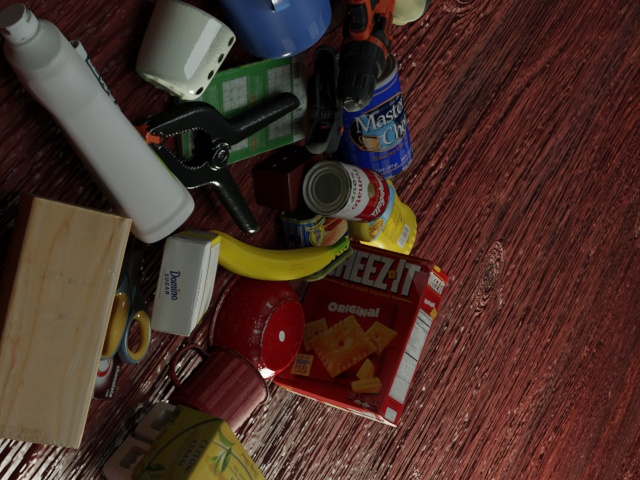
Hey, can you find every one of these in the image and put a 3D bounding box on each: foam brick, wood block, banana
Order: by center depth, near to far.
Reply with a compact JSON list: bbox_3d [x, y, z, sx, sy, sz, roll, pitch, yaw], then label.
[{"bbox_3d":[-0.240,0.068,0.950,0.090,0.091,0.206,13,90,-22],"label":"wood block"},{"bbox_3d":[-0.061,0.017,1.263,0.197,0.037,0.070,1,122,-35],"label":"banana"},{"bbox_3d":[-0.037,-0.076,1.286,0.078,0.053,0.051,-40,133,-46],"label":"foam brick"}]

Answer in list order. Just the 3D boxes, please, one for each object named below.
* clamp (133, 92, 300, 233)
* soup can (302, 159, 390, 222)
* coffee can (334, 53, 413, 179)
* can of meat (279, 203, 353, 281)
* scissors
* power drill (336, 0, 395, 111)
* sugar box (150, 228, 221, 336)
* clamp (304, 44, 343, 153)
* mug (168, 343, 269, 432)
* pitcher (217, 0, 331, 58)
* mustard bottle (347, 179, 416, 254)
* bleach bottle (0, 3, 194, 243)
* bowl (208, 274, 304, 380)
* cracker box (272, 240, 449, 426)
[{"bbox_3d":[-0.115,-0.085,1.138,0.209,0.036,0.165,-1,109,-47],"label":"clamp"},{"bbox_3d":[0.031,-0.059,1.285,0.102,0.069,0.068,7,96,-59],"label":"soup can"},{"bbox_3d":[0.057,-0.159,1.357,0.102,0.103,0.140,-50,140,-36],"label":"coffee can"},{"bbox_3d":[-0.006,-0.009,1.359,0.101,0.058,0.084,-37,129,-47],"label":"can of meat"},{"bbox_3d":[-0.181,0.036,1.073,0.096,0.016,0.201,56,45,-49],"label":"scissors"},{"bbox_3d":[0.034,-0.255,1.128,0.187,0.057,0.184,72,24,-53],"label":"power drill"},{"bbox_3d":[-0.137,0.039,1.099,0.176,0.048,0.093,-57,158,-87],"label":"sugar box"},{"bbox_3d":[0.005,-0.137,1.227,0.171,0.039,0.120,67,34,-72],"label":"clamp"},{"bbox_3d":[-0.126,0.171,1.214,0.117,0.093,0.081,52,54,-13],"label":"mug"},{"bbox_3d":[-0.067,-0.296,1.075,0.149,0.145,0.242,-63,149,-27],"label":"pitcher"},{"bbox_3d":[0.073,-0.039,1.469,0.096,0.058,0.191,-65,147,-17],"label":"mustard bottle"},{"bbox_3d":[-0.206,-0.107,0.957,0.068,0.103,0.250,-40,139,-9],"label":"bleach bottle"},{"bbox_3d":[-0.067,0.110,1.308,0.161,0.055,0.162,-27,123,-51],"label":"bowl"},{"bbox_3d":[0.053,0.115,1.396,0.072,0.164,0.213,40,68,-58],"label":"cracker box"}]
